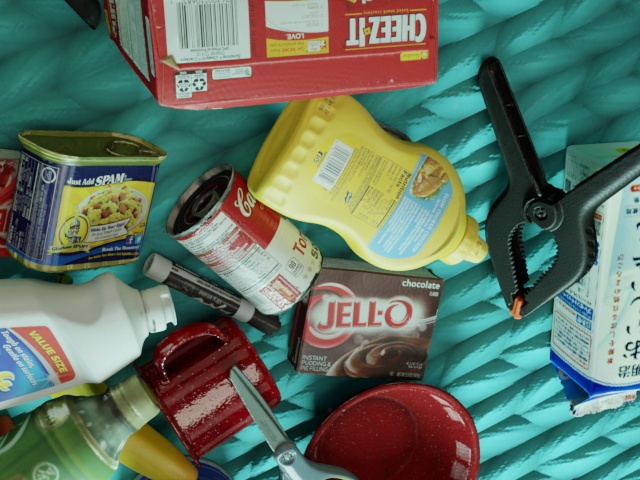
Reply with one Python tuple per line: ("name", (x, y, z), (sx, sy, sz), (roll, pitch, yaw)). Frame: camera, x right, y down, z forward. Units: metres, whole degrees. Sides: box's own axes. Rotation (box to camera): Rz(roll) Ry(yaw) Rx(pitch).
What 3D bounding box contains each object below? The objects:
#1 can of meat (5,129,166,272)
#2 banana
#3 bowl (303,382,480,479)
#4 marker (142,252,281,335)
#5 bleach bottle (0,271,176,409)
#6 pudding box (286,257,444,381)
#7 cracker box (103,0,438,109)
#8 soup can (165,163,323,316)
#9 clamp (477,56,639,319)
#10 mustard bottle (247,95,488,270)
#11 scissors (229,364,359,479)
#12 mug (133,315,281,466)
("can of meat", (-0.163, -0.028, 0.739), (0.101, 0.058, 0.084), (-6, 116, -49))
("banana", (-0.166, 0.116, 0.799), (0.197, 0.070, 0.037), (60, 40, -21))
("bowl", (0.050, 0.182, 0.898), (0.162, 0.055, 0.162), (-6, 110, -17))
("marker", (-0.081, 0.043, 0.826), (0.121, 0.020, 0.020), (29, 97, -25))
("bleach bottle", (-0.223, 0.065, 0.711), (0.250, 0.068, 0.102), (-13, 119, -13))
("pudding box", (0.036, 0.063, 0.861), (0.113, 0.039, 0.090), (5, 106, -20))
("cracker box", (-0.042, -0.143, 0.668), (0.164, 0.214, 0.072), (-8, 112, -16))
("soup can", (-0.055, 0.001, 0.794), (0.068, 0.069, 0.102), (-46, 116, 1))
("clamp", (0.190, -0.029, 0.840), (0.036, 0.165, 0.210), (-30, 130, -49))
("mustard bottle", (0.048, -0.032, 0.783), (0.191, 0.058, 0.096), (29, 93, -24))
("scissors", (-0.037, 0.177, 0.811), (0.096, 0.016, 0.201), (-42, 124, 5))
("mug", (-0.086, 0.103, 0.803), (0.081, 0.093, 0.117), (-33, 136, -11))
